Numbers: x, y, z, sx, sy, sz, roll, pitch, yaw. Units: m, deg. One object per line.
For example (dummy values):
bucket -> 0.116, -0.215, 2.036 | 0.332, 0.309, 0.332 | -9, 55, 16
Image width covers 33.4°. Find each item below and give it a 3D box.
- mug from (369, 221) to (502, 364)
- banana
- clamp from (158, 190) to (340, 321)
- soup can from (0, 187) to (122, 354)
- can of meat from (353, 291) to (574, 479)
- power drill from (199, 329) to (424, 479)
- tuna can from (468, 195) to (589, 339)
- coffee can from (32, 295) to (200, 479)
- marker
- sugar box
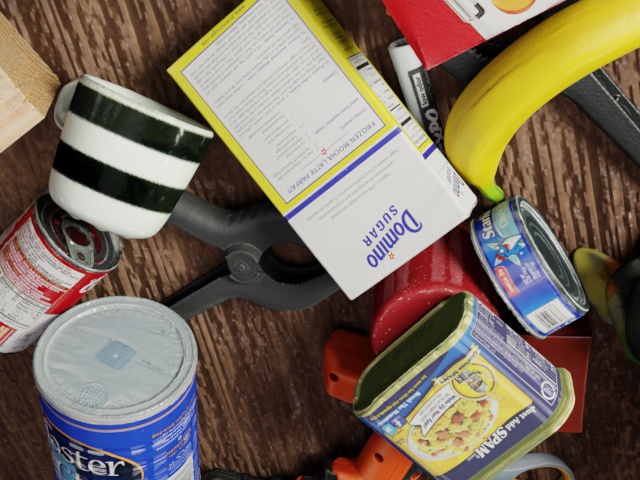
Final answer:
mug -> 0.077, 0.053, 0.684 | 0.093, 0.081, 0.117 | -13, 116, 13
banana -> 0.123, -0.086, 0.590 | 0.069, 0.037, 0.198 | 3, 149, -29
clamp -> -0.055, 0.001, 0.697 | 0.171, 0.039, 0.120 | -8, 122, 14
soup can -> -0.190, 0.021, 0.706 | 0.068, 0.068, 0.102 | 43, 115, -16
can of meat -> 0.081, 0.090, 0.624 | 0.084, 0.057, 0.102 | 40, 115, -12
power drill -> 0.011, 0.155, 0.764 | 0.184, 0.057, 0.188 | 16, 122, -7
tuna can -> 0.129, 0.015, 0.655 | 0.034, 0.086, 0.086 | -33, 110, 20
coffee can -> -0.133, 0.122, 0.718 | 0.103, 0.102, 0.140 | 7, 133, 3
marker -> 0.067, -0.066, 0.656 | 0.020, 0.020, 0.121 | -13, 117, 13
sugar box -> 0.002, -0.062, 0.629 | 0.093, 0.048, 0.176 | -36, 96, 24
